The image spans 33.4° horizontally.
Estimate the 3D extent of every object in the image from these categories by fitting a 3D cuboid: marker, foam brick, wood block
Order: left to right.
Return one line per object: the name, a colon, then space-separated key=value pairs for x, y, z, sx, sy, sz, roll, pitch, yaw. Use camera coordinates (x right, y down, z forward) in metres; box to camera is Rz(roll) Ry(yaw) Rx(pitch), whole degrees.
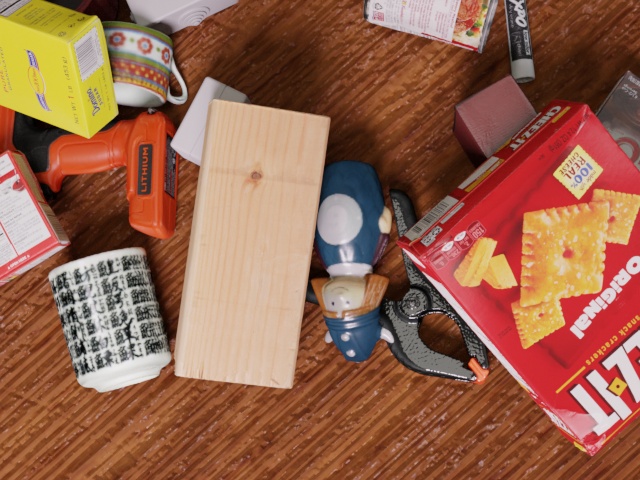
wood block: x=-0.055 y=0.001 z=0.828 sx=0.090 sy=0.090 sz=0.206 roll=8 pitch=94 yaw=-9
foam brick: x=0.141 y=-0.089 z=0.851 sx=0.053 sy=0.078 sz=0.051 roll=-30 pitch=79 yaw=1
marker: x=0.163 y=-0.192 z=0.891 sx=0.020 sy=0.020 sz=0.121 roll=-5 pitch=82 yaw=5

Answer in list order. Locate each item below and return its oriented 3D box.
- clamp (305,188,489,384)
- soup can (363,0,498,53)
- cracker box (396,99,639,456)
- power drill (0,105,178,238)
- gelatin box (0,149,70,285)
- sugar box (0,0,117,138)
clamp: x=0.078 y=0.042 z=0.861 sx=0.171 sy=0.039 sz=0.120 roll=37 pitch=93 yaw=12
soup can: x=0.093 y=-0.199 z=0.875 sx=0.102 sy=0.068 sz=0.068 roll=17 pitch=85 yaw=8
cracker box: x=0.189 y=0.028 z=0.797 sx=0.164 sy=0.072 sz=0.213 roll=-42 pitch=103 yaw=0
power drill: x=-0.216 y=-0.041 z=0.893 sx=0.188 sy=0.057 sz=0.184 roll=2 pitch=84 yaw=6
gelatin box: x=-0.254 y=-0.018 z=0.854 sx=0.073 sy=0.030 sz=0.089 roll=-30 pitch=84 yaw=7
sugar box: x=-0.248 y=-0.152 z=0.847 sx=0.176 sy=0.093 sz=0.048 roll=19 pitch=46 yaw=20
